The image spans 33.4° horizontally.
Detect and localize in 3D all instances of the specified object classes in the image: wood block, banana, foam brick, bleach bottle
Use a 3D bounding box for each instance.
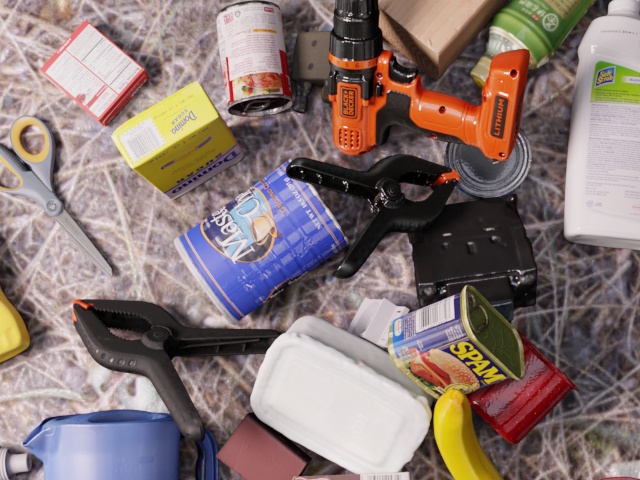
[{"bbox_3d":[0.151,-0.274,1.068,0.091,0.090,0.206,42,88,9],"label":"wood block"},{"bbox_3d":[0.144,0.200,0.993,0.037,0.070,0.197,-54,125,-32],"label":"banana"},{"bbox_3d":[-0.054,0.212,1.040,0.078,0.053,0.051,37,87,7],"label":"foam brick"},{"bbox_3d":[0.299,-0.121,1.052,0.102,0.068,0.251,7,81,5],"label":"bleach bottle"}]

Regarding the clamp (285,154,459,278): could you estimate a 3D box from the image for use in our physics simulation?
[{"bbox_3d":[0.051,-0.045,0.997,0.171,0.039,0.120,-26,84,-33],"label":"clamp"}]

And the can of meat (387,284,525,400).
[{"bbox_3d":[0.121,0.095,0.954,0.084,0.102,0.057,-24,42,29],"label":"can of meat"}]

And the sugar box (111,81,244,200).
[{"bbox_3d":[-0.131,-0.090,1.022,0.093,0.176,0.048,-30,80,0],"label":"sugar box"}]

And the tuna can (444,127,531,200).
[{"bbox_3d":[0.167,-0.082,1.070,0.086,0.034,0.086,-1,83,4],"label":"tuna can"}]

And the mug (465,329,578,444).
[{"bbox_3d":[0.174,0.130,1.015,0.117,0.093,0.081,44,92,6],"label":"mug"}]

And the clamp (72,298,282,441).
[{"bbox_3d":[-0.149,0.102,1.047,0.210,0.164,0.036,26,127,24],"label":"clamp"}]

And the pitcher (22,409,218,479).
[{"bbox_3d":[-0.187,0.282,1.012,0.149,0.145,0.243,-2,86,16],"label":"pitcher"}]

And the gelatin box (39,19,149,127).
[{"bbox_3d":[-0.235,-0.174,1.115,0.089,0.030,0.073,40,86,8],"label":"gelatin box"}]

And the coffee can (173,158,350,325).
[{"bbox_3d":[-0.057,0.001,1.042,0.140,0.103,0.103,-35,82,-1],"label":"coffee can"}]

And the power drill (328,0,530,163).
[{"bbox_3d":[0.098,-0.154,1.003,0.188,0.184,0.057,12,39,17],"label":"power drill"}]

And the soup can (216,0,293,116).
[{"bbox_3d":[-0.067,-0.184,1.085,0.068,0.068,0.102,-8,81,3],"label":"soup can"}]

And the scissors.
[{"bbox_3d":[-0.271,-0.055,1.110,0.202,0.016,0.096,33,86,8],"label":"scissors"}]
